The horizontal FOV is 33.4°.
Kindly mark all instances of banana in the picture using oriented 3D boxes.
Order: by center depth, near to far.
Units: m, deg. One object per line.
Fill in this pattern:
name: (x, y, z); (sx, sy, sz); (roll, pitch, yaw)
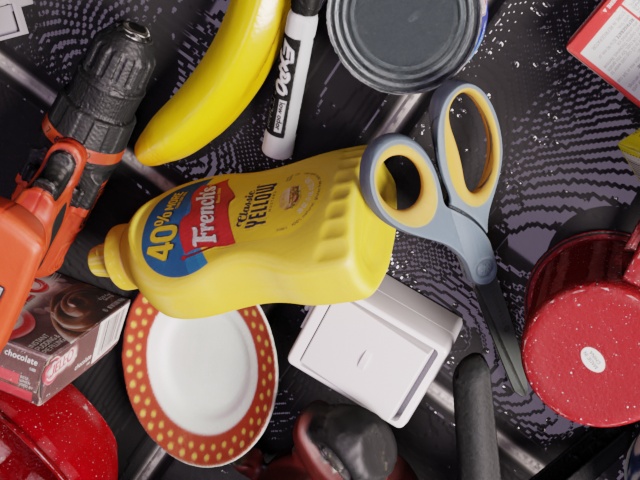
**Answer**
banana: (-0.053, -0.122, 0.622); (0.070, 0.037, 0.198); (32, 113, 25)

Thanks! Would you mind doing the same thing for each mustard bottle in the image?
mustard bottle: (-0.054, 0.000, 0.625); (0.192, 0.096, 0.058); (-9, 136, 25)

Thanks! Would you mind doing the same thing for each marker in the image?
marker: (-0.015, -0.101, 0.606); (0.020, 0.020, 0.121); (21, 126, 10)

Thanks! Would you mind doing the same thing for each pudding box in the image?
pudding box: (-0.185, 0.054, 0.672); (0.090, 0.113, 0.039); (20, 107, 10)

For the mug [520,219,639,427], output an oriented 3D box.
mug: (0.158, 0.039, 0.577); (0.093, 0.081, 0.117); (27, 112, 8)

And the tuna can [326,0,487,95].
tuna can: (0.048, -0.125, 0.588); (0.086, 0.033, 0.086); (5, 108, 16)

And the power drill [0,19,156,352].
power drill: (-0.158, -0.024, 0.602); (0.057, 0.187, 0.185); (28, 116, -5)

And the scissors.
scissors: (0.072, 0.013, 0.595); (0.096, 0.016, 0.202); (-16, 112, -23)

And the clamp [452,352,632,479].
clamp: (0.094, 0.150, 0.605); (0.120, 0.039, 0.171); (33, 83, -13)

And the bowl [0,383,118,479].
bowl: (-0.186, 0.127, 0.703); (0.162, 0.055, 0.162); (31, 148, 21)
